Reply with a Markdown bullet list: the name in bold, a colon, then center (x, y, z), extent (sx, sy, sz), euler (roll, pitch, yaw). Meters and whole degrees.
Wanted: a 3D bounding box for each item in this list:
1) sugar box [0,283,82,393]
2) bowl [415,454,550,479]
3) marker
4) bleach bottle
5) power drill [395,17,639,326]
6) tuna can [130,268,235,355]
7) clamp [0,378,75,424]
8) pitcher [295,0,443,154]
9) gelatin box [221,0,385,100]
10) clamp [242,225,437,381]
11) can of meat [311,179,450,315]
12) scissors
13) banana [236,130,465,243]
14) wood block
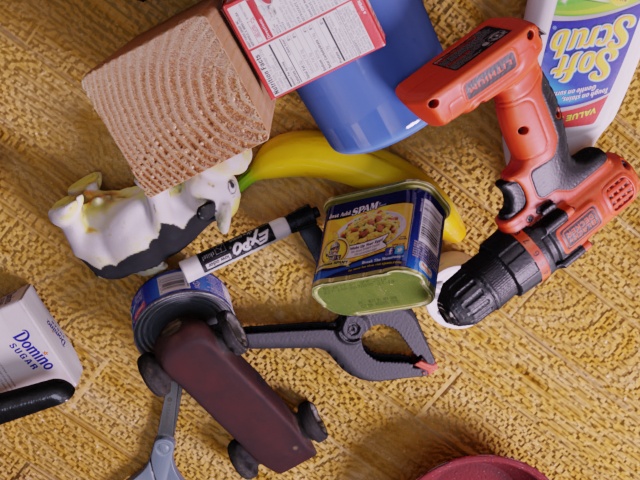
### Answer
- **sugar box**: center (-0.303, 0.117, 0.918), extent (0.176, 0.048, 0.093), euler (-26, 108, 5)
- **bowl**: center (0.139, 0.251, 0.954), extent (0.162, 0.055, 0.162), euler (0, 108, 0)
- **marker**: center (-0.056, 0.001, 0.861), extent (0.121, 0.020, 0.020), euler (-25, 107, -9)
- **bleach bottle**: center (0.203, -0.137, 0.827), extent (0.102, 0.068, 0.251), euler (7, 110, -2)
- **power drill**: center (0.129, -0.050, 0.771), extent (0.184, 0.057, 0.187), euler (-38, 119, -11)
- **tuna can**: center (-0.115, 0.064, 0.889), extent (0.086, 0.034, 0.086), euler (-9, 131, -10)
- **clamp**: center (-0.317, 0.176, 0.894), extent (0.210, 0.036, 0.165), euler (9, 112, -5)
- **pitcher**: center (0.011, -0.195, 0.782), extent (0.149, 0.145, 0.243), euler (-23, 111, 19)
- **gelatin box**: center (-0.011, -0.147, 0.715), extent (0.089, 0.030, 0.073), euler (-24, 114, 12)
- **clamp**: center (0.016, 0.076, 0.907), extent (0.171, 0.039, 0.120), euler (37, 105, -7)
- **can of meat**: center (0.046, 0.008, 0.834), extent (0.102, 0.084, 0.057), euler (-12, 141, 32)
- **scissors**: center (-0.125, 0.197, 0.959), extent (0.096, 0.016, 0.202), euler (26, 106, -10)
- **banana**: center (0.031, -0.050, 0.870), extent (0.198, 0.037, 0.070), euler (15, 137, -2)
- **wood block**: center (-0.091, -0.113, 0.758), extent (0.091, 0.206, 0.090), euler (-26, 106, 8)
